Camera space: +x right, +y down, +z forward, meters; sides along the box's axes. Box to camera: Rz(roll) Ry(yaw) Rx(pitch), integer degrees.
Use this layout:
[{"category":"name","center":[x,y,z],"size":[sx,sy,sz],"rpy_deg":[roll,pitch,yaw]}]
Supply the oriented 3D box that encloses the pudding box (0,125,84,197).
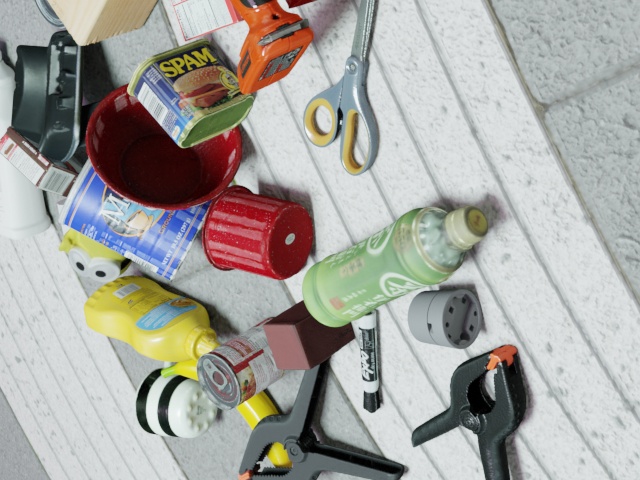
[{"category":"pudding box","center":[-0.331,-0.091,1.314],"size":[0.090,0.113,0.039],"rpy_deg":[38,95,24]}]

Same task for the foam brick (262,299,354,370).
[{"category":"foam brick","center":[-0.012,0.096,1.115],"size":[0.051,0.078,0.053],"rpy_deg":[-5,107,45]}]

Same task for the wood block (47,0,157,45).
[{"category":"wood block","center":[-0.200,-0.302,1.081],"size":[0.090,0.090,0.206],"rpy_deg":[54,138,7]}]

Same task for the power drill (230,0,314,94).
[{"category":"power drill","center":[-0.086,-0.229,0.954],"size":[0.187,0.057,0.185],"rpy_deg":[60,162,2]}]

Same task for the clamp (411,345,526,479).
[{"category":"clamp","center":[0.144,0.167,1.026],"size":[0.120,0.039,0.171],"rpy_deg":[23,120,30]}]

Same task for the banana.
[{"category":"banana","center":[-0.098,0.192,1.274],"size":[0.198,0.037,0.070],"rpy_deg":[38,120,11]}]

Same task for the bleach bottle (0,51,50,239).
[{"category":"bleach bottle","center":[-0.420,-0.133,1.415],"size":[0.103,0.067,0.251],"rpy_deg":[21,122,37]}]

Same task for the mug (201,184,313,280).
[{"category":"mug","center":[-0.057,0.001,1.112],"size":[0.082,0.093,0.117],"rpy_deg":[13,151,35]}]

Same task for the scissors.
[{"category":"scissors","center":[0.018,-0.158,0.995],"size":[0.096,0.016,0.202],"rpy_deg":[18,123,38]}]

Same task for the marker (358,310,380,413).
[{"category":"marker","center":[0.051,0.127,1.112],"size":[0.020,0.020,0.121],"rpy_deg":[17,123,39]}]

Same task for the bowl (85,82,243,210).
[{"category":"bowl","center":[-0.165,-0.090,1.119],"size":[0.162,0.161,0.055],"rpy_deg":[49,153,14]}]

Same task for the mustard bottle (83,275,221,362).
[{"category":"mustard bottle","center":[-0.190,0.100,1.282],"size":[0.192,0.096,0.058],"rpy_deg":[20,124,37]}]

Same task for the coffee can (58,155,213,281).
[{"category":"coffee can","center":[-0.202,-0.032,1.177],"size":[0.140,0.102,0.103],"rpy_deg":[29,136,-7]}]

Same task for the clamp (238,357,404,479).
[{"category":"clamp","center":[-0.012,0.235,1.197],"size":[0.210,0.036,0.164],"rpy_deg":[-43,79,33]}]

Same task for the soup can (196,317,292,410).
[{"category":"soup can","center":[-0.078,0.135,1.183],"size":[0.069,0.102,0.068],"rpy_deg":[23,126,36]}]

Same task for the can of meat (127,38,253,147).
[{"category":"can of meat","center":[-0.129,-0.149,1.085],"size":[0.084,0.101,0.058],"rpy_deg":[49,137,11]}]

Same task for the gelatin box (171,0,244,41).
[{"category":"gelatin box","center":[-0.113,-0.246,1.069],"size":[0.089,0.030,0.073],"rpy_deg":[-7,107,46]}]
